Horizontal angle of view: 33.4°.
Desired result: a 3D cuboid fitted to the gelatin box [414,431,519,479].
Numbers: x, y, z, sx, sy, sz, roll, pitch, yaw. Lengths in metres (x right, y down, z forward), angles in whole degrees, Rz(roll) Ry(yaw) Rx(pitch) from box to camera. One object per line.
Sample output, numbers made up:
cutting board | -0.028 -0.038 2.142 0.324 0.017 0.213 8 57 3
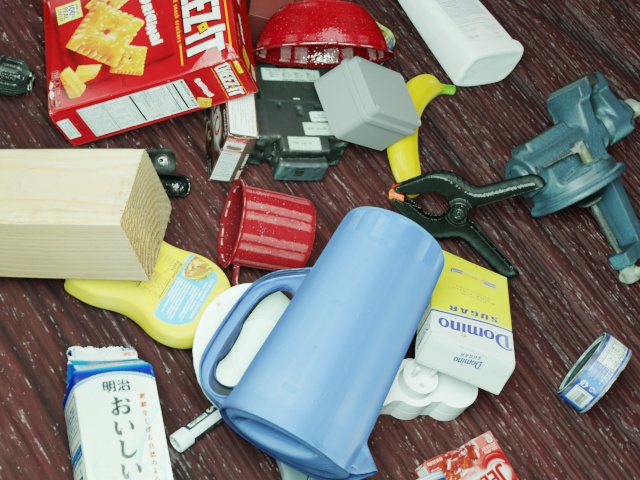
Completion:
gelatin box | 0.150 0.239 1.057 0.089 0.030 0.073 -18 67 -27

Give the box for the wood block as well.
wood block | -0.256 -0.025 0.992 0.206 0.091 0.090 1 54 14

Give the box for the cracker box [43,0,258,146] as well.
cracker box | -0.185 -0.210 1.137 0.214 0.072 0.164 -15 60 10

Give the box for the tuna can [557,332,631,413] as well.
tuna can | 0.290 0.140 1.134 0.034 0.086 0.086 38 55 8

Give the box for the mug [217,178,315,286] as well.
mug | -0.057 0.001 1.105 0.081 0.093 0.117 11 87 -18

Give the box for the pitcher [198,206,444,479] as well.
pitcher | 0.010 0.087 0.991 0.149 0.145 0.242 44 63 -32

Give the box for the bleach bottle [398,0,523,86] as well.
bleach bottle | 0.153 -0.313 1.382 0.102 0.068 0.251 -13 61 -35

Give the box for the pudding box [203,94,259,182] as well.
pudding box | -0.099 -0.133 1.165 0.039 0.090 0.113 2 59 -19

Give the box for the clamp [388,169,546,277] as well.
clamp | 0.160 -0.024 1.199 0.171 0.039 0.120 8 99 11

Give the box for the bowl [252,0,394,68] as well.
bowl | 0.001 -0.228 1.175 0.162 0.162 0.055 0 90 -19

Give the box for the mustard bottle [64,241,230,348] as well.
mustard bottle | -0.147 0.052 1.053 0.191 0.058 0.096 29 56 0

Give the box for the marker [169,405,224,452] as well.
marker | -0.093 0.162 1.027 0.120 0.020 0.020 -34 75 -32

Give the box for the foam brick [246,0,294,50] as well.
foam brick | -0.066 -0.255 1.260 0.053 0.078 0.051 13 58 -11

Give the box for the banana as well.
banana | 0.112 -0.138 1.274 0.069 0.037 0.197 25 55 -3

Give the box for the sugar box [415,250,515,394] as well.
sugar box | 0.149 0.078 1.103 0.093 0.048 0.176 22 25 -6

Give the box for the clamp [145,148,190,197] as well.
clamp | -0.232 -0.070 1.058 0.210 0.165 0.036 3 83 -8
